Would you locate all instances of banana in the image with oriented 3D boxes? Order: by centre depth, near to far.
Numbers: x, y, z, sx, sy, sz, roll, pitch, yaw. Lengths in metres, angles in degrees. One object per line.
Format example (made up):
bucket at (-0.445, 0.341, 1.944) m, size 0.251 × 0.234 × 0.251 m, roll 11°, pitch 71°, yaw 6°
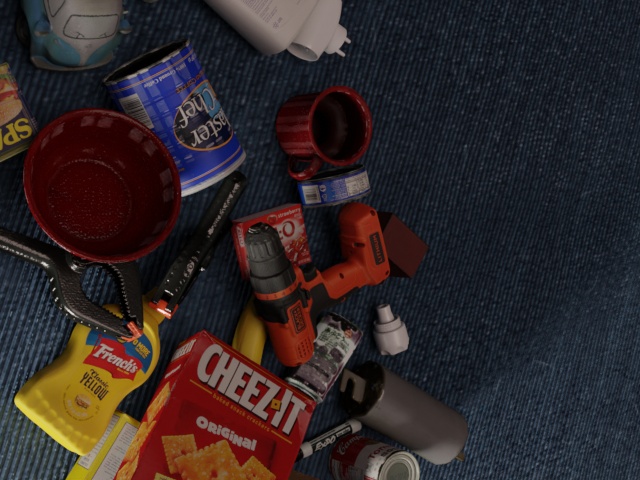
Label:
banana at (-0.078, 0.135, 1.259) m, size 0.069 × 0.037 × 0.198 m, roll 4°, pitch 92°, yaw -53°

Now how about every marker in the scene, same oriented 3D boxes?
marker at (0.000, 0.251, 1.330) m, size 0.120 × 0.020 × 0.020 m, roll -21°, pitch 105°, yaw -33°

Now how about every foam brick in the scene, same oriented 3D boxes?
foam brick at (0.089, 0.006, 1.357) m, size 0.078 × 0.053 × 0.051 m, roll 41°, pitch 70°, yaw -31°

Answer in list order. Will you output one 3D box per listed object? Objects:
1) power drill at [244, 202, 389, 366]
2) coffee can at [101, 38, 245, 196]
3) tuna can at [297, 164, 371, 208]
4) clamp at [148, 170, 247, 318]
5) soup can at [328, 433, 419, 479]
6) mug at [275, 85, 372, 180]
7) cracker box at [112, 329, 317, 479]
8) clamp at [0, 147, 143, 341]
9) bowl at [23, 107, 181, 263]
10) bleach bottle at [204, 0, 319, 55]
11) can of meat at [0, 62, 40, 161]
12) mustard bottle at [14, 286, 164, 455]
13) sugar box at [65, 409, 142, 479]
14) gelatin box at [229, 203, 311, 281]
power drill at (-0.005, 0.029, 1.250) m, size 0.187 × 0.057 × 0.184 m, roll -35°, pitch 125°, yaw -34°
coffee can at (-0.155, -0.130, 1.141) m, size 0.102 × 0.103 × 0.140 m, roll -37°, pitch 113°, yaw -28°
tuna can at (0.016, -0.066, 1.280) m, size 0.085 × 0.086 × 0.034 m, roll -20°, pitch 103°, yaw -33°
clamp at (-0.133, 0.012, 1.162) m, size 0.039 × 0.120 × 0.171 m, roll 30°, pitch 70°, yaw 7°
soup can at (0.066, 0.284, 1.329) m, size 0.068 × 0.102 × 0.068 m, roll -3°, pitch 95°, yaw -35°
mug at (-0.004, -0.124, 1.264) m, size 0.093 × 0.082 × 0.117 m, roll 31°, pitch 75°, yaw -33°
cracker box at (-0.114, 0.228, 1.141) m, size 0.164 × 0.072 × 0.213 m, roll 35°, pitch 55°, yaw -17°
clamp at (-0.244, 0.009, 1.100) m, size 0.210 × 0.036 × 0.164 m, roll 49°, pitch 63°, yaw -7°
bowl at (-0.224, -0.049, 1.073) m, size 0.161 × 0.055 × 0.162 m, roll 10°, pitch 69°, yaw -27°
bleach bottle at (-0.116, -0.322, 1.183) m, size 0.250 × 0.068 × 0.102 m, roll 41°, pitch 70°, yaw -28°
can of meat at (-0.333, -0.116, 1.043) m, size 0.101 × 0.058 × 0.084 m, roll -33°, pitch 108°, yaw -31°
mustard bottle at (-0.227, 0.126, 1.134) m, size 0.096 × 0.058 × 0.191 m, roll 47°, pitch 67°, yaw -22°
sugar box at (-0.232, 0.280, 1.149) m, size 0.093 × 0.048 × 0.176 m, roll 41°, pitch 73°, yaw -30°
gelatin box at (-0.058, 0.002, 1.265) m, size 0.089 × 0.030 × 0.073 m, roll -19°, pitch 104°, yaw -34°
